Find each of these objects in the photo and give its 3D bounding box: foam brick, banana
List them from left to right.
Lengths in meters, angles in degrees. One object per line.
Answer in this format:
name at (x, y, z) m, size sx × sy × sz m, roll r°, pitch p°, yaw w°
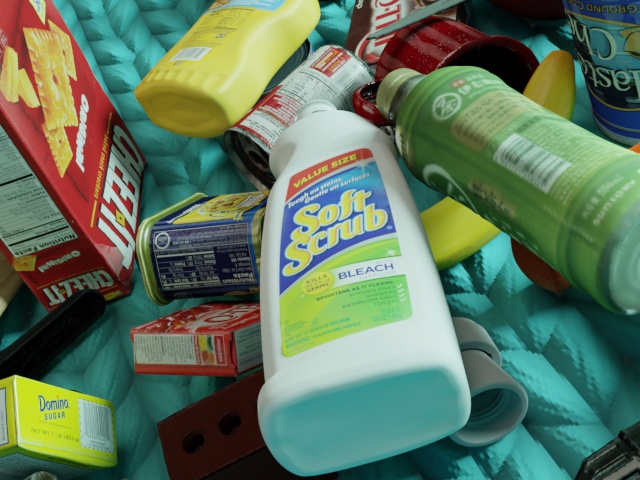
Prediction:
foam brick at (-0.039, 0.113, 0.576) m, size 0.078 × 0.051 × 0.053 m, roll -28°, pitch 39°, yaw 1°
banana at (0.094, -0.036, 0.651) m, size 0.197 × 0.069 × 0.037 m, roll -38°, pitch -4°, yaw -5°

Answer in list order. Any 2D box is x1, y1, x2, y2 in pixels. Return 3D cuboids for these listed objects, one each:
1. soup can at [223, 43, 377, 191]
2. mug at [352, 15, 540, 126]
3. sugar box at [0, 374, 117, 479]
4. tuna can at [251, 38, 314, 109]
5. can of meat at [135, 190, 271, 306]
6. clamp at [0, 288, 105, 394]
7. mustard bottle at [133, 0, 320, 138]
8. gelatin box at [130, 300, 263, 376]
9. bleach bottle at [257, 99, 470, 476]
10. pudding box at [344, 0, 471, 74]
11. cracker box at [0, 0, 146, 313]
soup can at (-0.010, -0.084, 0.763) m, size 0.102 × 0.068 × 0.069 m, roll -45°, pitch 41°, yaw -20°
mug at (0.077, -0.097, 0.702) m, size 0.117 × 0.093 × 0.082 m, roll -16°, pitch 30°, yaw -17°
sugar box at (-0.216, 0.128, 0.618) m, size 0.176 × 0.093 × 0.048 m, roll -17°, pitch 65°, yaw 20°
tuna can at (-0.041, -0.129, 0.857) m, size 0.086 × 0.033 × 0.086 m, roll -17°, pitch 40°, yaw 15°
can of meat at (-0.054, 0.001, 0.683) m, size 0.084 × 0.057 × 0.102 m, roll -6°, pitch 14°, yaw 23°
clamp at (-0.215, 0.094, 0.716) m, size 0.172 × 0.039 × 0.120 m, roll -17°, pitch 31°, yaw 15°
mustard bottle at (-0.055, -0.162, 0.826) m, size 0.096 × 0.058 × 0.191 m, roll 6°, pitch 50°, yaw 41°
gelatin box at (-0.056, 0.056, 0.632) m, size 0.073 × 0.030 × 0.089 m, roll -2°, pitch 8°, yaw 31°
bleach bottle at (0.006, 0.004, 0.586) m, size 0.102 × 0.068 × 0.251 m, roll -16°, pitch 40°, yaw 3°
pudding box at (0.069, -0.164, 0.826) m, size 0.090 × 0.039 × 0.113 m, roll -9°, pitch 43°, yaw 22°
cracker box at (-0.201, -0.078, 0.755) m, size 0.072 × 0.213 × 0.164 m, roll -17°, pitch 40°, yaw 12°
